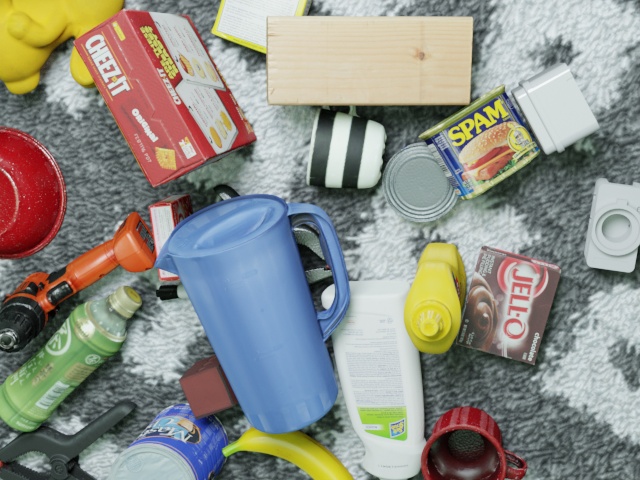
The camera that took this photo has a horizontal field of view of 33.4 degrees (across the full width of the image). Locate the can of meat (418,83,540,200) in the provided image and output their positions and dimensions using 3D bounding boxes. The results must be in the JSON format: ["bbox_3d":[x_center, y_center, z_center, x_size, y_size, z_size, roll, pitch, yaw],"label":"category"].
[{"bbox_3d":[0.169,-0.102,1.123,0.102,0.057,0.084,-32,94,-9],"label":"can of meat"}]

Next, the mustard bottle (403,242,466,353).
[{"bbox_3d":[0.120,0.066,1.116,0.058,0.191,0.096,4,102,10],"label":"mustard bottle"}]

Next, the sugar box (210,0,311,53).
[{"bbox_3d":[-0.048,-0.293,1.155,0.093,0.048,0.176,20,101,4],"label":"sugar box"}]

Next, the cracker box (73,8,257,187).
[{"bbox_3d":[-0.156,-0.152,1.115,0.072,0.213,0.164,-28,95,14],"label":"cracker box"}]

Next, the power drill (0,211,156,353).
[{"bbox_3d":[-0.277,0.047,1.203,0.188,0.184,0.057,-29,106,5],"label":"power drill"}]

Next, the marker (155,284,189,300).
[{"bbox_3d":[-0.135,0.057,1.252,0.121,0.020,0.020,-5,100,12],"label":"marker"}]

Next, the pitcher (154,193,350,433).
[{"bbox_3d":[-0.054,0.078,1.135,0.149,0.144,0.243,4,123,41],"label":"pitcher"}]

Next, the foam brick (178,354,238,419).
[{"bbox_3d":[-0.122,0.166,1.241,0.053,0.078,0.051,-22,96,12],"label":"foam brick"}]

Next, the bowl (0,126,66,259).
[{"bbox_3d":[-0.386,-0.052,1.261,0.162,0.055,0.162,2,101,11],"label":"bowl"}]

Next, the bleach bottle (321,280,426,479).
[{"bbox_3d":[0.066,0.174,1.216,0.103,0.068,0.251,-2,104,19],"label":"bleach bottle"}]

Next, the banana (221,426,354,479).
[{"bbox_3d":[-0.015,0.270,1.261,0.198,0.037,0.070,31,101,1],"label":"banana"}]

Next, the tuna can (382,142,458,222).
[{"bbox_3d":[0.112,-0.065,1.174,0.086,0.033,0.086,2,101,10],"label":"tuna can"}]

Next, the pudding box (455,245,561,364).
[{"bbox_3d":[0.207,0.071,1.180,0.090,0.039,0.113,15,103,7],"label":"pudding box"}]

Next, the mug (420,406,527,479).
[{"bbox_3d":[0.174,0.239,1.196,0.117,0.081,0.093,13,103,8],"label":"mug"}]

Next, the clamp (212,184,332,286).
[{"bbox_3d":[-0.058,0.001,1.215,0.171,0.039,0.120,5,98,-1],"label":"clamp"}]

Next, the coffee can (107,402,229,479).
[{"bbox_3d":[-0.173,0.260,1.236,0.103,0.140,0.103,2,101,10],"label":"coffee can"}]

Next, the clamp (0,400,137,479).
[{"bbox_3d":[-0.310,0.286,1.321,0.210,0.036,0.164,-8,99,14],"label":"clamp"}]

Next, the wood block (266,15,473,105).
[{"bbox_3d":[0.047,-0.187,1.109,0.206,0.090,0.091,0,101,-4],"label":"wood block"}]

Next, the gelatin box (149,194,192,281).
[{"bbox_3d":[-0.165,-0.004,1.218,0.030,0.073,0.089,-6,99,11],"label":"gelatin box"}]
